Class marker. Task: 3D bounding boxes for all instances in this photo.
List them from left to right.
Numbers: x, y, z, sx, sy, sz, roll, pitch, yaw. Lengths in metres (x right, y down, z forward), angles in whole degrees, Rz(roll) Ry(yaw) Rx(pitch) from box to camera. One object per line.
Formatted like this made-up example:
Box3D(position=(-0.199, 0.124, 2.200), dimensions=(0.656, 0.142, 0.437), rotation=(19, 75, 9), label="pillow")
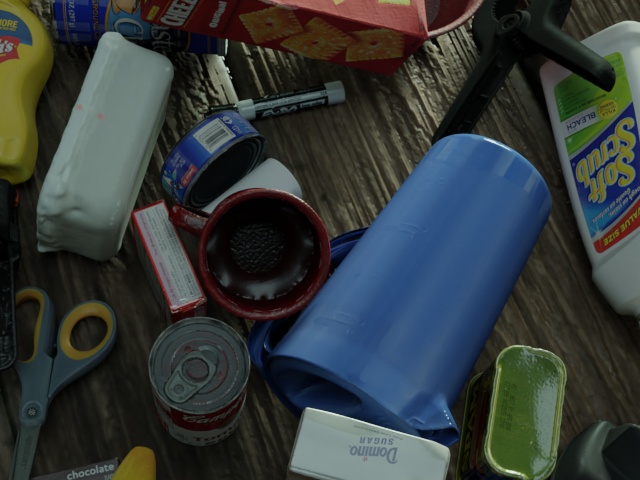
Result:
Box3D(position=(-0.039, -0.115, 0.903), dimensions=(0.121, 0.020, 0.020), rotation=(-13, 68, -11), label="marker")

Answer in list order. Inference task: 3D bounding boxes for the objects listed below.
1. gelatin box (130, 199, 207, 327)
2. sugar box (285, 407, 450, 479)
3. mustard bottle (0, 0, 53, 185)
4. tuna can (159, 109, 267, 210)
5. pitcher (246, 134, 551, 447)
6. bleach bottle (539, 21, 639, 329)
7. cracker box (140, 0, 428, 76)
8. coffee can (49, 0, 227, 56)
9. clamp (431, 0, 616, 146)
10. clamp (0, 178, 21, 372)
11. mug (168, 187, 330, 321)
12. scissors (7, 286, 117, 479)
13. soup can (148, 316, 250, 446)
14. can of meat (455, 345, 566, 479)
Box3D(position=(-0.113, 0.025, 0.805), dimensions=(0.030, 0.073, 0.089), rotation=(-22, 70, -14), label="gelatin box")
Box3D(position=(0.024, 0.158, 0.702), dimensions=(0.093, 0.176, 0.048), rotation=(15, 66, 1), label="sugar box")
Box3D(position=(-0.269, -0.139, 0.870), dimensions=(0.096, 0.058, 0.191), rotation=(0, 65, 7), label="mustard bottle")
Box3D(position=(-0.084, -0.061, 0.839), dimensions=(0.086, 0.086, 0.034), rotation=(-39, 74, -19), label="tuna can")
Box3D(position=(0.065, 0.036, 0.796), dimensions=(0.149, 0.145, 0.242), rotation=(37, 64, -4), label="pitcher")
Box3D(position=(0.251, -0.044, 0.858), dimensions=(0.068, 0.103, 0.251), rotation=(16, 57, -46), label="bleach bottle")
Box3D(position=(-0.027, -0.232, 0.829), dimensions=(0.213, 0.072, 0.164), rotation=(9, 65, -26), label="cracker box")
Box3D(position=(-0.146, -0.209, 0.888), dimensions=(0.140, 0.103, 0.103), rotation=(3, 66, -4), label="coffee can")
Box3D(position=(0.162, -0.166, 0.911), dimensions=(0.165, 0.036, 0.210), rotation=(-27, 42, 30), label="clamp")
Box3D(position=(-0.237, -0.002, 0.774), dimensions=(0.039, 0.120, 0.171), rotation=(-2, 37, -16), label="clamp")
Box3D(position=(-0.055, 0.001, 0.775), dimensions=(0.117, 0.081, 0.093), rotation=(20, 95, -10), label="mug")
Box3D(position=(-0.187, 0.116, 0.767), dimensions=(0.096, 0.016, 0.202), rotation=(-8, 55, -12), label="scissors")
Box3D(position=(-0.085, 0.103, 0.757), dimensions=(0.068, 0.102, 0.068), rotation=(2, 66, -5), label="soup can")
Box3D(position=(0.138, 0.134, 0.774), dimensions=(0.057, 0.084, 0.102), rotation=(12, 66, 0), label="can of meat")
